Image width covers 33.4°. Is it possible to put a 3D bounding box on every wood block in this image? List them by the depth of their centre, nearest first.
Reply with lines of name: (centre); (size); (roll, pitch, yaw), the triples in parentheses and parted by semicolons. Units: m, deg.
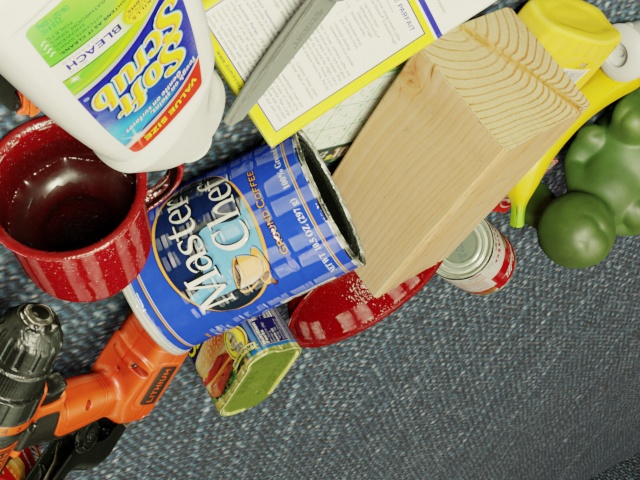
wood block: (0.083, -0.056, 0.757); (0.090, 0.091, 0.206); (-27, 164, -33)

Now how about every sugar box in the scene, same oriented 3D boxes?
sugar box: (0.019, -0.140, 0.589); (0.176, 0.048, 0.093); (-34, 117, -2)

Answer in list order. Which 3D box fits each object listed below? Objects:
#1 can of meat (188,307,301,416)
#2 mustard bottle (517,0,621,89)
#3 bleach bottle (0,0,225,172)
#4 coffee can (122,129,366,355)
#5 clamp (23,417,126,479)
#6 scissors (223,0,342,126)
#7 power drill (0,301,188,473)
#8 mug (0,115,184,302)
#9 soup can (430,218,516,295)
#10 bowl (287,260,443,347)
can of meat: (-0.069, 0.085, 0.887); (0.057, 0.084, 0.102); (-10, 147, -38)
mustard bottle: (0.141, -0.100, 0.826); (0.096, 0.058, 0.192); (-8, 145, -43)
bleach bottle: (-0.090, -0.094, 0.493); (0.102, 0.068, 0.250); (-45, 163, -3)
coffee can: (-0.055, 0.001, 0.708); (0.140, 0.103, 0.102); (-26, 156, 9)
clamp: (-0.201, 0.146, 0.856); (0.171, 0.039, 0.120); (-41, 144, -63)
scissors: (0.027, -0.138, 0.552); (0.096, 0.016, 0.202); (2, 129, -40)
power drill: (-0.171, 0.092, 0.716); (0.187, 0.057, 0.185); (-18, 151, -54)
mug: (-0.133, -0.020, 0.627); (0.117, 0.093, 0.081); (-32, 160, -15)
soup can: (0.141, 0.012, 1.005); (0.068, 0.068, 0.102); (-38, 159, 11)
bowl: (0.029, 0.023, 0.919); (0.162, 0.055, 0.162); (-27, 155, -14)
